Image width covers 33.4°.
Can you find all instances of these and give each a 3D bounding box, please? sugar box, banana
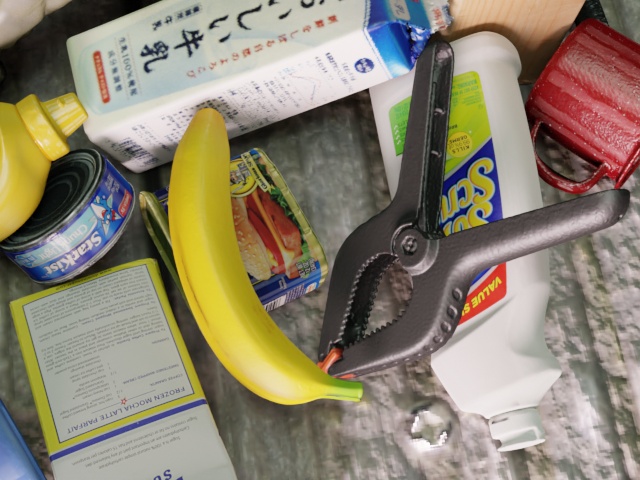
[{"bbox_3d":[-0.112,0.097,0.612,0.093,0.048,0.176,-19,55,-10],"label":"sugar box"},{"bbox_3d":[-0.049,0.017,0.618,0.069,0.037,0.198,-20,79,-36],"label":"banana"}]

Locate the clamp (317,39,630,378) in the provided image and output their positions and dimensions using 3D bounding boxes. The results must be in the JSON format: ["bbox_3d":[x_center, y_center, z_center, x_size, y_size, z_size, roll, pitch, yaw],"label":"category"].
[{"bbox_3d":[0.071,0.006,0.626,0.165,0.036,0.210,40,107,37],"label":"clamp"}]

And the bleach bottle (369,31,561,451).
[{"bbox_3d":[0.103,0.003,0.668,0.103,0.068,0.251,-20,70,24],"label":"bleach bottle"}]

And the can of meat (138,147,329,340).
[{"bbox_3d":[-0.054,0.001,0.673,0.083,0.057,0.102,-25,74,-16],"label":"can of meat"}]

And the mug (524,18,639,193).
[{"bbox_3d":[0.183,-0.084,0.707,0.081,0.093,0.117,36,82,14],"label":"mug"}]

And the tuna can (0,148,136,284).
[{"bbox_3d":[-0.157,-0.016,0.657,0.086,0.033,0.086,-24,38,20],"label":"tuna can"}]

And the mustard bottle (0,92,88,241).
[{"bbox_3d":[-0.224,-0.031,0.636,0.191,0.058,0.096,-32,60,-5],"label":"mustard bottle"}]
